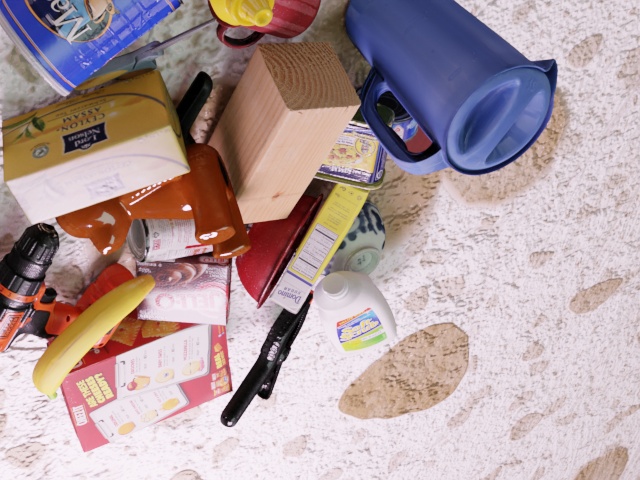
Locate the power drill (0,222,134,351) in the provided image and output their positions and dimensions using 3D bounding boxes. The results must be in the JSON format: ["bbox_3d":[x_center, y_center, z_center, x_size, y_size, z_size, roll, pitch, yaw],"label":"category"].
[{"bbox_3d":[-0.294,0.060,1.193,0.187,0.057,0.185,8,125,-54],"label":"power drill"}]

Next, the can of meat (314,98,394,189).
[{"bbox_3d":[0.029,-0.114,1.209,0.102,0.057,0.084,13,128,5],"label":"can of meat"}]

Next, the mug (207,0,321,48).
[{"bbox_3d":[-0.059,-0.240,1.069,0.081,0.093,0.117,7,127,-47],"label":"mug"}]

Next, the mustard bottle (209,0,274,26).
[{"bbox_3d":[-0.091,-0.247,0.953,0.058,0.192,0.096,-31,141,-7],"label":"mustard bottle"}]

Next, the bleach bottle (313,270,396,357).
[{"bbox_3d":[0.036,0.092,1.422,0.102,0.068,0.250,-18,160,7],"label":"bleach bottle"}]

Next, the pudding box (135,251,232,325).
[{"bbox_3d":[-0.164,0.054,1.280,0.113,0.039,0.090,5,123,1],"label":"pudding box"}]

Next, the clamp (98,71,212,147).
[{"bbox_3d":[-0.163,-0.113,1.152,0.120,0.039,0.171,-12,142,0],"label":"clamp"}]

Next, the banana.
[{"bbox_3d":[-0.266,0.108,1.200,0.198,0.037,0.069,-46,173,13],"label":"banana"}]

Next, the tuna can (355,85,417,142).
[{"bbox_3d":[0.075,-0.150,1.260,0.086,0.086,0.034,-17,135,-23],"label":"tuna can"}]

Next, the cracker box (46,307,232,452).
[{"bbox_3d":[-0.225,0.161,1.362,0.213,0.072,0.164,-21,138,-18],"label":"cracker box"}]

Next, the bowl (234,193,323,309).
[{"bbox_3d":[-0.059,0.002,1.301,0.162,0.055,0.162,-61,178,-4],"label":"bowl"}]

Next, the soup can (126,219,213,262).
[{"bbox_3d":[-0.166,-0.014,1.231,0.102,0.069,0.069,-10,134,-29],"label":"soup can"}]

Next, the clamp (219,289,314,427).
[{"bbox_3d":[-0.067,0.156,1.456,0.210,0.036,0.164,-64,170,19],"label":"clamp"}]

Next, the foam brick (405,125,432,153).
[{"bbox_3d":[0.117,-0.147,1.322,0.051,0.053,0.078,8,125,-41],"label":"foam brick"}]

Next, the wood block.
[{"bbox_3d":[-0.050,-0.112,1.155,0.090,0.090,0.206,-8,151,-32],"label":"wood block"}]

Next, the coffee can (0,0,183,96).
[{"bbox_3d":[-0.210,-0.214,0.969,0.140,0.103,0.102,-37,141,1],"label":"coffee can"}]

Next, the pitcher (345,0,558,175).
[{"bbox_3d":[0.118,-0.183,1.133,0.149,0.243,0.145,-6,132,-32],"label":"pitcher"}]

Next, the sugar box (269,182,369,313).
[{"bbox_3d":[0.002,0.001,1.330,0.176,0.048,0.093,-62,178,11],"label":"sugar box"}]

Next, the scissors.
[{"bbox_3d":[-0.155,-0.180,1.023,0.202,0.016,0.096,-15,-176,30],"label":"scissors"}]
